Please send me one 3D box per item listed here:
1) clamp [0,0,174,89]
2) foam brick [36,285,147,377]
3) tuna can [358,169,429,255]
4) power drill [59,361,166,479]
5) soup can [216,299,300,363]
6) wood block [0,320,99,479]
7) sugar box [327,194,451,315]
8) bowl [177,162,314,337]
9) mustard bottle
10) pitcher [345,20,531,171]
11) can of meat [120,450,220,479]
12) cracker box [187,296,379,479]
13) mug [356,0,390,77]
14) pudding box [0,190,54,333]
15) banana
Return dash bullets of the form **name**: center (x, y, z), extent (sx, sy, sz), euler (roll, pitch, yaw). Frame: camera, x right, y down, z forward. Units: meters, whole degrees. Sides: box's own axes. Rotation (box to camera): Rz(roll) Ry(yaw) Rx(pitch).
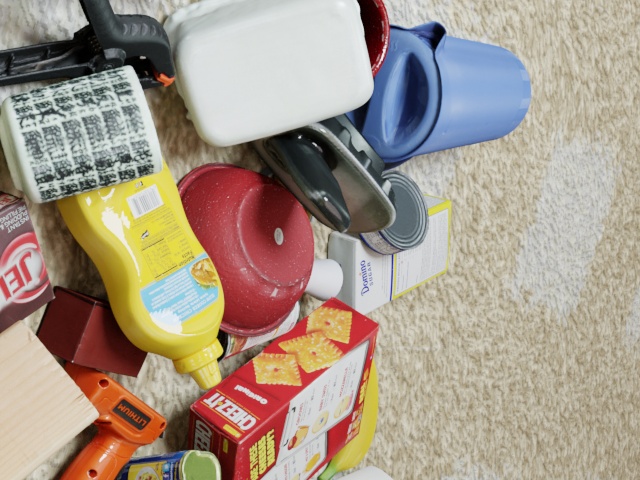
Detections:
- **clamp**: center (-0.158, -0.146, 0.774), extent (0.171, 0.120, 0.039), euler (-7, 69, -55)
- **foam brick**: center (-0.181, 0.074, 0.863), extent (0.078, 0.053, 0.051), euler (25, 83, -53)
- **tuna can**: center (0.073, -0.028, 1.116), extent (0.086, 0.034, 0.086), euler (15, 66, -39)
- **power drill**: center (-0.219, 0.194, 0.859), extent (0.187, 0.057, 0.184), euler (-59, 142, -16)
- **soup can**: center (-0.075, 0.068, 0.986), extent (0.102, 0.069, 0.068), euler (-19, 118, -49)
- **wood block**: center (-0.265, 0.157, 0.723), extent (0.091, 0.090, 0.205), euler (51, 53, 0)
- **sugar box**: center (0.078, 0.015, 1.187), extent (0.175, 0.048, 0.093), euler (-20, 119, -43)
- **bowl**: center (-0.056, 0.001, 0.937), extent (0.161, 0.055, 0.162), euler (19, 62, -42)
- **mustard bottle**: center (-0.127, 0.030, 0.844), extent (0.096, 0.058, 0.191), euler (-34, 101, -49)
- **pitcher**: center (0.118, -0.147, 1.121), extent (0.242, 0.149, 0.145), euler (-11, 97, -54)
- **can of meat**: center (-0.134, 0.235, 0.931), extent (0.057, 0.084, 0.102), euler (21, 61, -53)
- **cracker box**: center (-0.039, 0.176, 1.050), extent (0.213, 0.072, 0.164), euler (-34, 144, -41)
- **mug**: center (-0.006, -0.189, 0.957), extent (0.117, 0.082, 0.093), euler (10, 93, -45)
- **pudding box**: center (-0.251, 0.029, 0.762), extent (0.113, 0.039, 0.090), euler (-38, 132, -38)
- **banana**: center (0.038, 0.181, 1.206), extent (0.069, 0.037, 0.198), euler (-16, 116, -50)
